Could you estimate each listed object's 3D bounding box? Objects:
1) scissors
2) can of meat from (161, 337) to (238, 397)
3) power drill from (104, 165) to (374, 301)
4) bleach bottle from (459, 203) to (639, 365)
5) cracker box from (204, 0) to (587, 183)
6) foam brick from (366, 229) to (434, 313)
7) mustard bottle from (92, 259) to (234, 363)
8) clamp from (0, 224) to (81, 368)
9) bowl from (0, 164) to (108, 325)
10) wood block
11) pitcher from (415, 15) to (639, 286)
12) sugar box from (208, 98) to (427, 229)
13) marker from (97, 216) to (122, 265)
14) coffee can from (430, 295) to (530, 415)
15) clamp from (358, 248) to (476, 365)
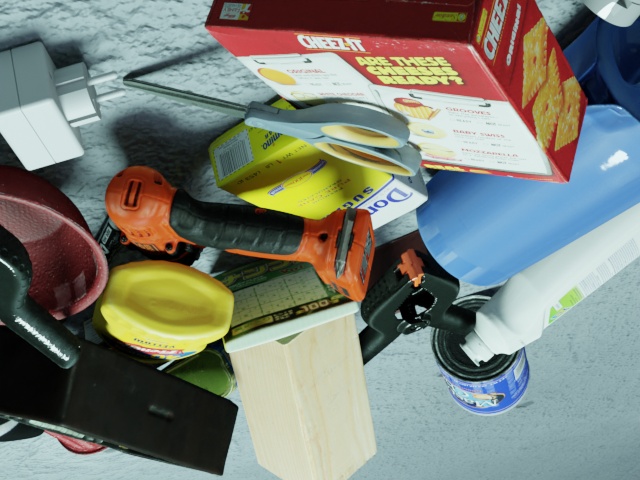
[{"bbox_3d":[-0.028,-0.081,0.672,0.201,0.016,0.096,18,168,-6],"label":"scissors"},{"bbox_3d":[-0.111,0.129,1.062,0.102,0.057,0.083,-30,-178,26],"label":"can of meat"},{"bbox_3d":[-0.055,0.001,0.800,0.188,0.057,0.184,9,170,6],"label":"power drill"},{"bbox_3d":[0.232,0.025,1.006,0.251,0.068,0.102,-42,151,6],"label":"bleach bottle"},{"bbox_3d":[0.057,-0.107,0.653,0.164,0.072,0.213,9,168,28],"label":"cracker box"},{"bbox_3d":[0.078,0.034,1.034,0.078,0.051,0.053,-24,152,15],"label":"foam brick"},{"bbox_3d":[-0.135,0.064,0.865,0.096,0.058,0.192,12,164,-14],"label":"mustard bottle"},{"bbox_3d":[-0.243,0.036,0.732,0.120,0.039,0.171,-8,137,2],"label":"clamp"},{"bbox_3d":[-0.229,-0.005,0.756,0.162,0.055,0.162,0,143,0],"label":"bowl"},{"bbox_3d":[-0.017,0.135,1.010,0.090,0.091,0.206,-36,133,-31],"label":"wood block"},{"bbox_3d":[0.194,-0.062,0.846,0.149,0.145,0.243,33,138,-14],"label":"pitcher"},{"bbox_3d":[0.003,-0.052,0.835,0.093,0.048,0.176,-27,150,26],"label":"sugar box"},{"bbox_3d":[-0.177,0.008,0.876,0.020,0.020,0.121,0,149,-29],"label":"marker"},{"bbox_3d":[0.187,0.135,1.233,0.103,0.103,0.140,-20,153,5],"label":"coffee can"},{"bbox_3d":[0.074,0.072,1.002,0.164,0.036,0.210,-22,153,-1],"label":"clamp"}]
